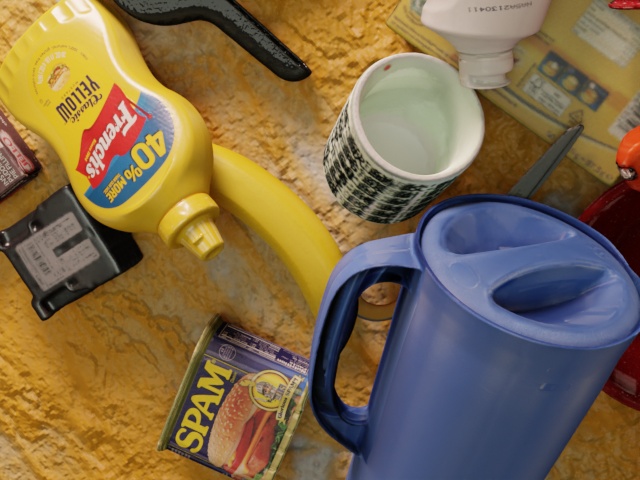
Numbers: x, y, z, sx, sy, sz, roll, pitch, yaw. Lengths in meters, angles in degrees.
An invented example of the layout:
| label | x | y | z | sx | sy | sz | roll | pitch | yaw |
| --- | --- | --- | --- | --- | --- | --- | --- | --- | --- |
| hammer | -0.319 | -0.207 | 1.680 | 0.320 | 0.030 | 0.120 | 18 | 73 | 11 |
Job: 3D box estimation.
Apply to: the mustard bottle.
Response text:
| label | x | y | z | sx | sy | sz | roll | pitch | yaw |
| --- | --- | --- | --- | --- | --- | --- | --- | --- | --- |
| mustard bottle | -0.125 | -0.063 | 0.690 | 0.096 | 0.058 | 0.192 | -43 | 75 | 12 |

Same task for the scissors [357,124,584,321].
| label | x | y | z | sx | sy | sz | roll | pitch | yaw |
| --- | --- | --- | --- | --- | --- | --- | --- | --- | --- |
| scissors | 0.080 | -0.002 | 0.668 | 0.096 | 0.016 | 0.202 | 14 | 129 | -6 |

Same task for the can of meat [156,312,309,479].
| label | x | y | z | sx | sy | sz | roll | pitch | yaw |
| --- | --- | --- | --- | --- | --- | --- | --- | --- | --- |
| can of meat | -0.056 | 0.115 | 0.743 | 0.084 | 0.057 | 0.102 | 24 | 106 | 2 |

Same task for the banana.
| label | x | y | z | sx | sy | sz | roll | pitch | yaw |
| --- | --- | --- | --- | --- | --- | --- | --- | --- | --- |
| banana | -0.038 | -0.007 | 0.722 | 0.070 | 0.037 | 0.198 | -39 | 92 | 16 |

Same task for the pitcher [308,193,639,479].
| label | x | y | z | sx | sy | sz | roll | pitch | yaw |
| --- | --- | --- | --- | --- | --- | --- | --- | --- | --- |
| pitcher | 0.079 | 0.100 | 0.646 | 0.149 | 0.144 | 0.243 | 37 | 129 | 26 |

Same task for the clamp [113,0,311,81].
| label | x | y | z | sx | sy | sz | roll | pitch | yaw |
| --- | --- | --- | --- | --- | --- | --- | --- | --- | --- |
| clamp | -0.074 | -0.164 | 0.688 | 0.171 | 0.039 | 0.120 | 2 | 102 | 4 |
